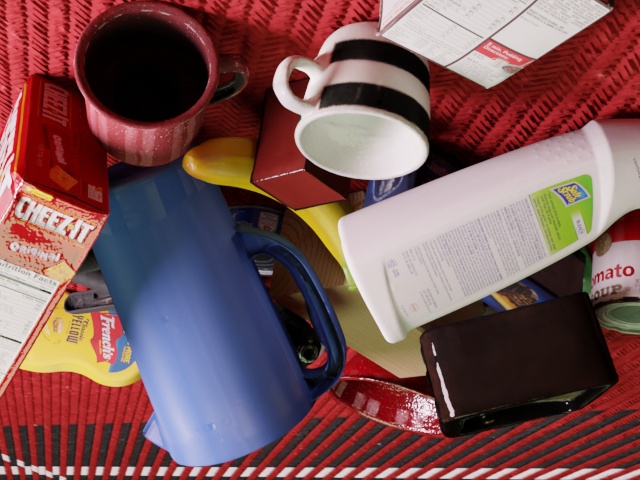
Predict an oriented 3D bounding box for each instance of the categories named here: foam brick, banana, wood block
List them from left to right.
[{"bbox_3d":[-0.025,-0.035,0.805,0.037,0.069,0.197,-29,134,30],"label":"banana"},{"bbox_3d":[-0.010,-0.068,0.763,0.051,0.078,0.052,-12,150,37],"label":"foam brick"},{"bbox_3d":[0.057,0.046,0.970,0.091,0.090,0.205,-11,148,37],"label":"wood block"}]

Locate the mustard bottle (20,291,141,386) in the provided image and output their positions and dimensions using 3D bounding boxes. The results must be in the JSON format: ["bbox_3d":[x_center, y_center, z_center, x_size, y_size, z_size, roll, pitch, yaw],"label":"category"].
[{"bbox_3d":[-0.246,0.115,1.217,0.191,0.096,0.058,13,155,-8],"label":"mustard bottle"}]

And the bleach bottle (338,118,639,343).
[{"bbox_3d":[0.145,-0.016,0.754,0.251,0.068,0.102,-22,129,9],"label":"bleach bottle"}]

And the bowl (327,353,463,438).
[{"bbox_3d":[0.088,0.153,1.122,0.162,0.055,0.162,16,158,6],"label":"bowl"}]

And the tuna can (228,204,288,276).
[{"bbox_3d":[-0.056,0.001,0.980,0.086,0.033,0.086,8,155,3],"label":"tuna can"}]

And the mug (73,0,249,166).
[{"bbox_3d":[-0.106,-0.103,0.722,0.117,0.093,0.081,-14,165,-14],"label":"mug"}]

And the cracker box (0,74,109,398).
[{"bbox_3d":[-0.235,0.006,0.793,0.072,0.164,0.214,23,116,-26],"label":"cracker box"}]

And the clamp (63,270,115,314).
[{"bbox_3d":[-0.205,0.051,1.136,0.171,0.039,0.120,0,159,5],"label":"clamp"}]

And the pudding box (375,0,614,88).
[{"bbox_3d":[0.099,-0.140,0.618,0.090,0.039,0.114,22,151,-24],"label":"pudding box"}]

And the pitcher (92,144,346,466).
[{"bbox_3d":[-0.094,0.046,0.864,0.145,0.149,0.243,0,115,53],"label":"pitcher"}]
